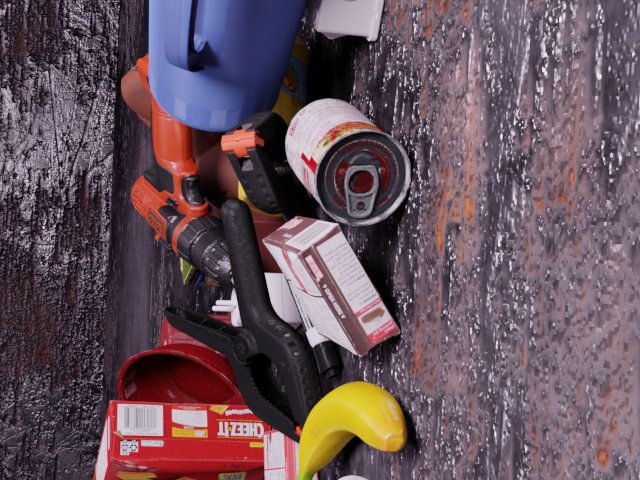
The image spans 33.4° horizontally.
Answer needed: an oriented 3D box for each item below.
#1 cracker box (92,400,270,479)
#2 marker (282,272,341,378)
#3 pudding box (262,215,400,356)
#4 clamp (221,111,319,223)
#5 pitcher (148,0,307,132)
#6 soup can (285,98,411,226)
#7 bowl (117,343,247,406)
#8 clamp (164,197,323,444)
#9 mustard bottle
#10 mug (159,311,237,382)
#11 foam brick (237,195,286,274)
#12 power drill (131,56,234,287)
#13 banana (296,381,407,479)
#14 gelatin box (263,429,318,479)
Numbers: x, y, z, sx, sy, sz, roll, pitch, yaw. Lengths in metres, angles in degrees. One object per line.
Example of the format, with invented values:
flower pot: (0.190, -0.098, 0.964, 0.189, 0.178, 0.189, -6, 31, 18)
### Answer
cracker box: (-0.152, 0.248, 1.131, 0.214, 0.164, 0.072, 114, 156, -51)
marker: (-0.010, 0.057, 0.876, 0.020, 0.020, 0.121, 119, 134, -58)
pudding box: (0.005, 0.031, 0.773, 0.090, 0.039, 0.114, 59, 170, -12)
clamp: (-0.028, -0.062, 0.850, 0.171, 0.039, 0.120, 49, -147, -60)
pitcher: (-0.070, -0.191, 0.787, 0.145, 0.149, 0.243, 59, 152, 30)
soup can: (0.017, -0.058, 0.763, 0.102, 0.068, 0.068, -125, 41, -65)
bowl: (-0.143, 0.169, 1.192, 0.055, 0.162, 0.162, -61, -10, -50)
clamp: (-0.061, 0.090, 0.918, 0.210, 0.036, 0.165, 59, 137, 19)
mustard bottle: (-0.040, -0.123, 0.956, 0.096, 0.058, 0.191, 30, -122, -69)
mug: (-0.143, 0.130, 1.260, 0.117, 0.081, 0.093, -169, 81, -74)
foam brick: (-0.057, 0.001, 1.034, 0.051, 0.053, 0.078, -112, 29, -55)
power drill: (-0.120, -0.067, 0.990, 0.185, 0.057, 0.188, 38, 133, 41)
banana: (0.022, 0.137, 0.773, 0.198, 0.037, 0.069, 128, 141, -61)
gelatin box: (-0.026, 0.203, 0.942, 0.089, 0.030, 0.073, 141, 128, -69)
